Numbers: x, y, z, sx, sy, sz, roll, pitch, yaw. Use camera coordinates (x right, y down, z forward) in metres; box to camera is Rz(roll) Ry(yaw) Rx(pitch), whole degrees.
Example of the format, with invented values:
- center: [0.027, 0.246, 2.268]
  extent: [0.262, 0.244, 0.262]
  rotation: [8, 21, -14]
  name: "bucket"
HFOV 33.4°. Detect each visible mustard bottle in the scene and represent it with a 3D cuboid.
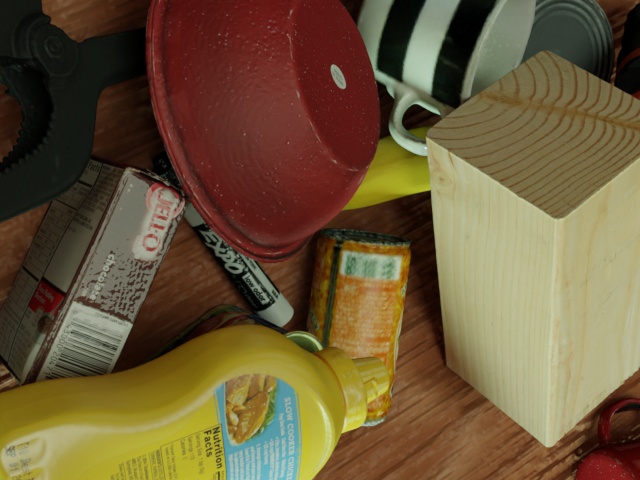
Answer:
- center: [-0.052, 0.088, 0.476]
  extent: [0.191, 0.058, 0.096]
  rotation: [-16, 121, -27]
  name: "mustard bottle"

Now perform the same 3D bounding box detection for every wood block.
- center: [0.127, 0.011, 0.600]
  extent: [0.090, 0.091, 0.206]
  rotation: [-36, 142, -20]
  name: "wood block"

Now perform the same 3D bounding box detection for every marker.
- center: [-0.054, 0.001, 0.583]
  extent: [0.020, 0.020, 0.121]
  rotation: [-43, 118, -17]
  name: "marker"

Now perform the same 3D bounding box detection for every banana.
- center: [0.083, -0.046, 0.632]
  extent: [0.197, 0.070, 0.037]
  rotation: [-9, 77, -27]
  name: "banana"

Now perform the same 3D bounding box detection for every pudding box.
- center: [-0.113, 0.016, 0.510]
  extent: [0.039, 0.090, 0.113]
  rotation: [28, 86, -28]
  name: "pudding box"

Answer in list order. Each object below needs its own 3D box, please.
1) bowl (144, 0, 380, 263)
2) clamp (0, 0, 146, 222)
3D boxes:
- center: [-0.015, -0.072, 0.523]
  extent: [0.162, 0.055, 0.162]
  rotation: [32, 52, -54]
  name: "bowl"
- center: [-0.132, -0.091, 0.466]
  extent: [0.164, 0.036, 0.209]
  rotation: [51, 49, -30]
  name: "clamp"
